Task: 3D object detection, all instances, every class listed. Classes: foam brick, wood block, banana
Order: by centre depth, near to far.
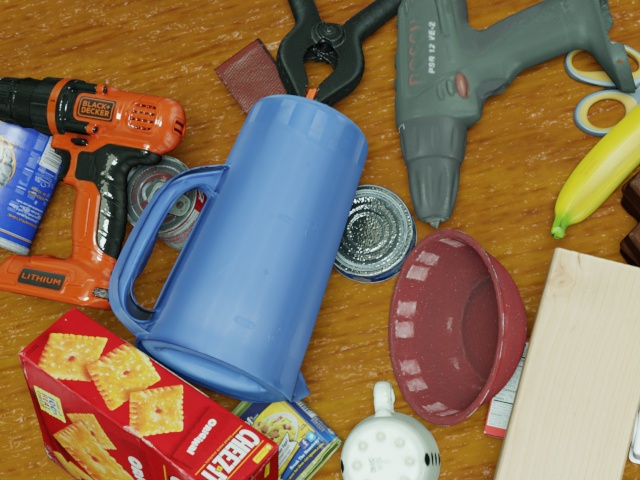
[{"bbox_3d":[0.201,0.122,0.840,0.091,0.090,0.206,14,81,12],"label":"wood block"},{"bbox_3d":[0.265,-0.077,0.907,0.037,0.069,0.198,39,99,-17],"label":"banana"},{"bbox_3d":[-0.051,-0.135,0.984,0.051,0.053,0.078,-36,75,1],"label":"foam brick"}]

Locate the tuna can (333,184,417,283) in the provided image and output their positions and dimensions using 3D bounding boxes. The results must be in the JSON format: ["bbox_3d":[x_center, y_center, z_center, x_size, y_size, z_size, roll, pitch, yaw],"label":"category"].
[{"bbox_3d":[0.042,-0.006,0.953,0.086,0.033,0.086,-2,79,9],"label":"tuna can"}]

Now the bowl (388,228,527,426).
[{"bbox_3d":[0.121,0.072,0.886,0.055,0.162,0.162,5,77,-28],"label":"bowl"}]

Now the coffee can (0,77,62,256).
[{"bbox_3d":[-0.292,-0.069,0.986,0.103,0.102,0.140,20,83,12],"label":"coffee can"}]

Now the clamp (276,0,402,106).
[{"bbox_3d":[0.016,-0.182,0.964,0.120,0.039,0.171,5,64,1],"label":"clamp"}]

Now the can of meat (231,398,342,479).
[{"bbox_3d":[-0.044,0.179,0.921,0.084,0.057,0.102,43,88,13],"label":"can of meat"}]

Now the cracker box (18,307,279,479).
[{"bbox_3d":[-0.137,0.173,0.863,0.214,0.164,0.072,31,53,23],"label":"cracker box"}]

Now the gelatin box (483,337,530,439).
[{"bbox_3d":[0.183,0.129,0.905,0.073,0.030,0.089,11,81,13],"label":"gelatin box"}]

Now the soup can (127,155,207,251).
[{"bbox_3d":[-0.130,-0.030,0.951,0.068,0.102,0.068,-2,79,9],"label":"soup can"}]

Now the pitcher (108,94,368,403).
[{"bbox_3d":[-0.056,0.001,0.875,0.145,0.149,0.242,12,69,23],"label":"pitcher"}]

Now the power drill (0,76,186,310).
[{"bbox_3d":[-0.215,-0.043,0.890,0.185,0.057,0.187,10,85,20],"label":"power drill"}]
